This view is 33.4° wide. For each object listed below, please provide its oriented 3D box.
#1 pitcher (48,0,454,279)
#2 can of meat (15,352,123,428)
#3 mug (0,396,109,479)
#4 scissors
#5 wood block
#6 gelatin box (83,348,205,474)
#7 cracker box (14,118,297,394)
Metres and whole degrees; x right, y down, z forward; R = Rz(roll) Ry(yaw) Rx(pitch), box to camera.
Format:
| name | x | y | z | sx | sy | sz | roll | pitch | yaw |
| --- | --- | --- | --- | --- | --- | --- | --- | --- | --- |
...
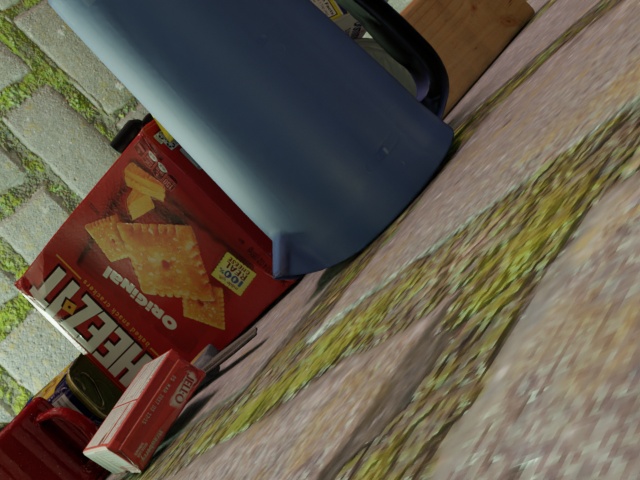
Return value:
| name | x | y | z | sx | sy | sz | roll | pitch | yaw |
| --- | --- | --- | --- | --- | --- | --- | --- | --- | --- |
| pitcher | -0.038 | -0.109 | 0.659 | 0.145 | 0.242 | 0.149 | -41 | 12 | 24 |
| can of meat | -0.218 | 0.146 | 0.925 | 0.084 | 0.057 | 0.102 | -41 | 9 | 9 |
| mug | -0.212 | 0.171 | 0.829 | 0.117 | 0.081 | 0.093 | -43 | 5 | 34 |
| scissors | -0.076 | 0.084 | 0.764 | 0.202 | 0.016 | 0.096 | -42 | 5 | 41 |
| wood block | 0.092 | -0.161 | 0.963 | 0.205 | 0.090 | 0.091 | -49 | 4 | -33 |
| gelatin box | -0.113 | 0.112 | 0.686 | 0.073 | 0.030 | 0.089 | -57 | 11 | -23 |
| cracker box | -0.128 | 0.022 | 0.864 | 0.214 | 0.164 | 0.072 | -43 | 2 | 33 |
